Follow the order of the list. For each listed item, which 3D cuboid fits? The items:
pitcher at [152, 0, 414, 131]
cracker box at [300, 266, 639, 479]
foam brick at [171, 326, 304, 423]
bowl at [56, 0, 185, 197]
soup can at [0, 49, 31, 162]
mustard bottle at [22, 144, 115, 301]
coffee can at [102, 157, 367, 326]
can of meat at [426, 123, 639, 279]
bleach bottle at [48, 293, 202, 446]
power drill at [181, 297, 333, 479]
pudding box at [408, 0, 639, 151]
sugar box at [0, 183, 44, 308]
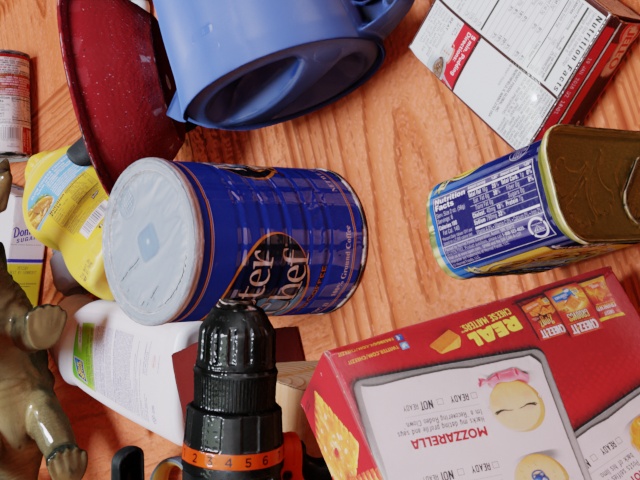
[{"bbox_3d":[-0.049,-0.204,0.678,0.145,0.149,0.243,134,119,-69],"label":"pitcher"},{"bbox_3d":[0.107,0.134,0.494,0.072,0.164,0.214,110,140,-57],"label":"cracker box"},{"bbox_3d":[-0.055,0.093,0.740,0.053,0.078,0.051,-26,72,45],"label":"foam brick"},{"bbox_3d":[-0.132,-0.107,0.747,0.162,0.055,0.162,-12,-90,-88],"label":"bowl"},{"bbox_3d":[-0.315,-0.129,1.033,0.069,0.068,0.102,-3,88,48],"label":"soup can"},{"bbox_3d":[-0.201,-0.031,0.905,0.096,0.058,0.192,-53,47,-3],"label":"mustard bottle"},{"bbox_3d":[-0.055,0.001,0.692,0.103,0.140,0.103,0,90,48],"label":"coffee can"},{"bbox_3d":[0.115,-0.016,0.536,0.084,0.101,0.057,-23,74,48],"label":"can of meat"},{"bbox_3d":[-0.158,0.086,0.866,0.251,0.067,0.102,13,101,49],"label":"bleach bottle"},{"bbox_3d":[0.015,0.122,0.579,0.057,0.187,0.184,-162,74,-67],"label":"power drill"},{"bbox_3d":[0.109,-0.112,0.588,0.114,0.039,0.090,50,124,33],"label":"pudding box"},{"bbox_3d":[-0.312,0.034,1.048,0.093,0.048,0.176,19,100,46],"label":"sugar box"}]
